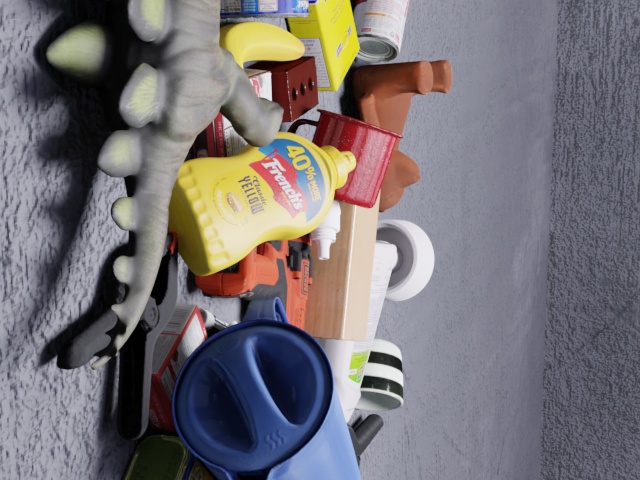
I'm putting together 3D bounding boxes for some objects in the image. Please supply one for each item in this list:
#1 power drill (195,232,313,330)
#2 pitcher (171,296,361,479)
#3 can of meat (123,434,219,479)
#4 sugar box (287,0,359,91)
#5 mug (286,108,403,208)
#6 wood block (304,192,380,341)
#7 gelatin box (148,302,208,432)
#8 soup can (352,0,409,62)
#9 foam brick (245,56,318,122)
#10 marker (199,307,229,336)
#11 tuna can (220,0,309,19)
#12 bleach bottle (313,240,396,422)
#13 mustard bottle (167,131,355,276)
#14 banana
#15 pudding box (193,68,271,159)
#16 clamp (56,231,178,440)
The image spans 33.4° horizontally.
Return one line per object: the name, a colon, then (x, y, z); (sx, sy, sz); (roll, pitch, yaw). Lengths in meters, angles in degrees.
power drill: (-0.057, 0.001, 1.056); (0.187, 0.057, 0.184); (31, 57, -66)
pitcher: (-0.033, 0.172, 0.946); (0.149, 0.145, 0.243); (-44, 149, -16)
can of meat: (-0.131, 0.227, 0.910); (0.084, 0.057, 0.102); (65, 36, -51)
sugar box: (-0.003, -0.261, 1.165); (0.093, 0.048, 0.176); (-66, 153, -42)
mug: (0.017, -0.086, 1.091); (0.093, 0.117, 0.081); (-10, 118, -80)
wood block: (0.007, 0.005, 1.183); (0.090, 0.090, 0.206); (16, 79, -69)
gelatin box: (-0.128, 0.110, 0.931); (0.089, 0.030, 0.073); (-65, 153, -43)
soup can: (0.074, -0.282, 1.335); (0.068, 0.069, 0.102); (48, 50, -63)
foam brick: (-0.040, -0.154, 1.077); (0.078, 0.051, 0.053); (-46, 136, -59)
marker: (-0.093, 0.089, 1.034); (0.121, 0.020, 0.020); (44, 53, -64)
tuna can: (-0.053, -0.221, 0.981); (0.086, 0.086, 0.034); (-28, 119, -66)
bleach bottle: (0.025, 0.120, 1.278); (0.102, 0.068, 0.251); (7, 96, -61)
mustard bottle: (-0.045, -0.044, 0.944); (0.191, 0.058, 0.096); (-23, 88, -34)
banana: (-0.068, -0.173, 0.990); (0.069, 0.037, 0.197); (45, 26, -6)
pudding box: (-0.081, -0.109, 0.998); (0.113, 0.039, 0.090); (-38, 129, -61)
clamp: (-0.148, 0.070, 0.855); (0.120, 0.039, 0.171); (77, 27, -42)
